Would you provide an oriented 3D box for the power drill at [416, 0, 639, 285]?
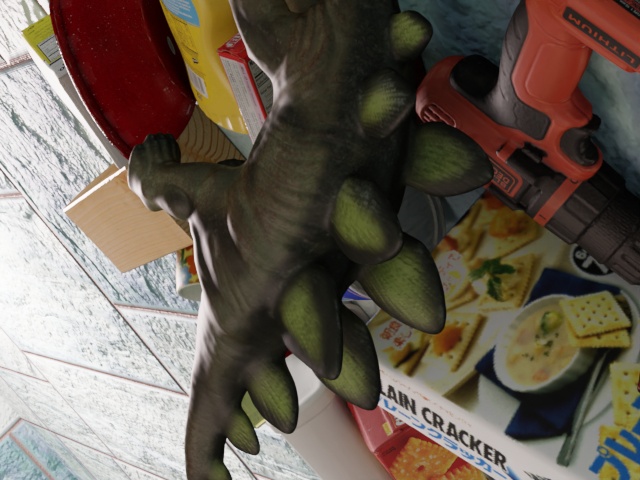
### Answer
[{"bbox_3d":[0.143,-0.066,0.560,0.184,0.057,0.188,39,154,9],"label":"power drill"}]

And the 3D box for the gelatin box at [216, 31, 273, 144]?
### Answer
[{"bbox_3d":[-0.025,-0.111,0.715,0.030,0.073,0.089,23,148,37],"label":"gelatin box"}]

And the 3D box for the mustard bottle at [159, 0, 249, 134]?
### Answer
[{"bbox_3d":[-0.082,-0.169,0.723,0.096,0.058,0.191,49,164,45],"label":"mustard bottle"}]

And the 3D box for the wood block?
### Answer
[{"bbox_3d":[-0.152,-0.042,0.986,0.091,0.090,0.206,49,153,-12],"label":"wood block"}]

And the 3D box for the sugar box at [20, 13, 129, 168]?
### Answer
[{"bbox_3d":[-0.200,-0.132,0.909,0.176,0.048,0.093,38,162,56],"label":"sugar box"}]

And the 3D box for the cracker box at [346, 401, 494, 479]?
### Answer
[{"bbox_3d":[0.100,0.192,0.920,0.213,0.072,0.164,57,-178,-26],"label":"cracker box"}]

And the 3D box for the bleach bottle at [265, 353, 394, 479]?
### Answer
[{"bbox_3d":[0.041,0.217,0.980,0.250,0.068,0.102,55,-174,-22],"label":"bleach bottle"}]

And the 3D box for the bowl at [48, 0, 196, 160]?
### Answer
[{"bbox_3d":[-0.136,-0.137,0.803,0.162,0.055,0.162,-22,-90,-78],"label":"bowl"}]
